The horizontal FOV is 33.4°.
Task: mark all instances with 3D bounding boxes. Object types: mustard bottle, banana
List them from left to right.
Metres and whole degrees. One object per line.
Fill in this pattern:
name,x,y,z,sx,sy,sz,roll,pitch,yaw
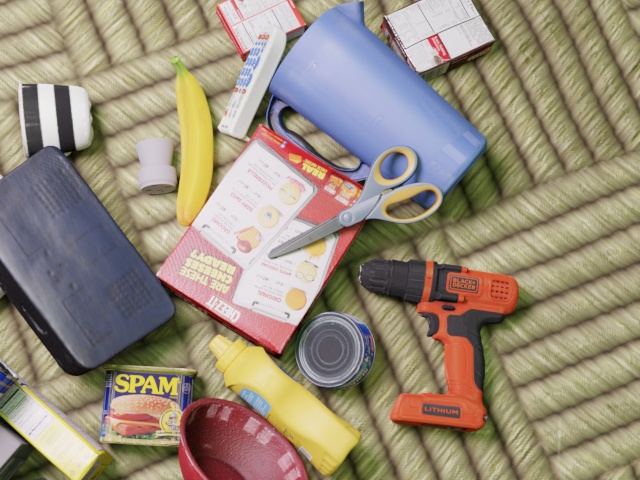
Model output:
banana,-0.151,-0.110,1.238,0.037,0.069,0.198,-11,80,31
mustard bottle,-0.045,0.171,1.155,0.191,0.096,0.058,40,74,7

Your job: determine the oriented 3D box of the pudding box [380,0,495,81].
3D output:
pudding box,0.143,-0.253,1.305,0.113,0.039,0.090,-25,78,-11

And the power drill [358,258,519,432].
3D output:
power drill,0.125,0.115,1.201,0.184,0.057,0.187,8,76,2

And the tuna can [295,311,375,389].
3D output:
tuna can,0.016,0.122,1.186,0.086,0.033,0.086,-4,79,23

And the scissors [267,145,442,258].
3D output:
scissors,0.033,-0.045,1.167,0.201,0.016,0.096,-11,95,-3

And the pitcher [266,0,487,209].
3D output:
pitcher,0.063,-0.142,1.235,0.243,0.149,0.144,41,62,3

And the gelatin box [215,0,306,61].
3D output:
gelatin box,-0.073,-0.270,1.300,0.089,0.030,0.073,-27,80,-9

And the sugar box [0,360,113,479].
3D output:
sugar box,-0.304,0.189,1.137,0.176,0.093,0.048,37,77,7

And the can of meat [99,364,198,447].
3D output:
can of meat,-0.188,0.181,1.165,0.102,0.057,0.084,4,78,-3

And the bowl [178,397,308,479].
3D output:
bowl,-0.092,0.244,1.126,0.162,0.162,0.055,40,113,6

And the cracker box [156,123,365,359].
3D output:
cracker box,-0.058,0.001,1.211,0.164,0.072,0.213,32,77,5
